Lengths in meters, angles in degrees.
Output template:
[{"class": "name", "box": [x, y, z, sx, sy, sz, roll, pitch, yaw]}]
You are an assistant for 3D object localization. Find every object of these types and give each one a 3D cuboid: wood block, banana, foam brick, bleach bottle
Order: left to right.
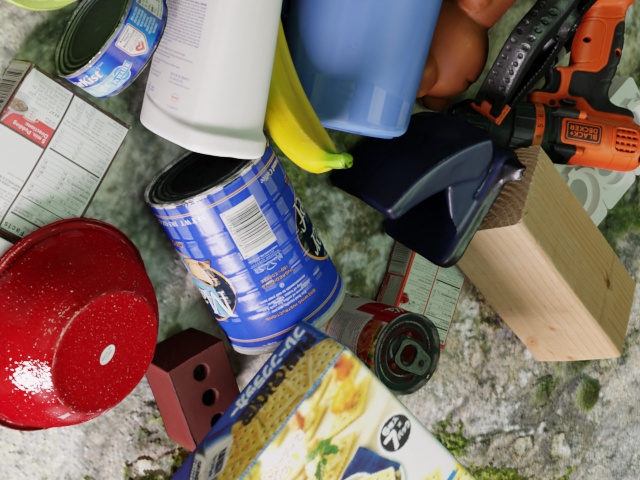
[{"class": "foam brick", "box": [-0.098, 0.116, 0.831, 0.052, 0.051, 0.078, -29, 113, -29]}, {"class": "bleach bottle", "box": [-0.059, -0.189, 0.725, 0.067, 0.103, 0.251, 3, 106, -38]}, {"class": "banana", "box": [-0.028, -0.124, 0.775, 0.037, 0.070, 0.198, -9, 69, -42]}, {"class": "wood block", "box": [0.202, 0.018, 0.982, 0.206, 0.090, 0.090, 47, 51, -34]}]

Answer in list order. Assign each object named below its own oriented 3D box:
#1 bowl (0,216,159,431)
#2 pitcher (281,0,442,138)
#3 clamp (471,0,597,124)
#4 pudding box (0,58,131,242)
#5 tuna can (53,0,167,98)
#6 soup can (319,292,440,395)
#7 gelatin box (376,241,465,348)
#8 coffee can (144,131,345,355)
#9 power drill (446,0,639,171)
[{"class": "bowl", "box": [-0.166, 0.068, 0.744, 0.161, 0.055, 0.162, -28, 128, -42]}, {"class": "pitcher", "box": [0.028, -0.209, 0.822, 0.144, 0.149, 0.243, 2, 104, -45]}, {"class": "clamp", "box": [0.203, -0.191, 0.896, 0.210, 0.036, 0.164, -57, 162, 15]}, {"class": "pudding box", "box": [-0.197, -0.055, 0.741, 0.090, 0.039, 0.113, 34, 81, -37]}, {"class": "tuna can", "box": [-0.144, -0.141, 0.734, 0.033, 0.086, 0.086, 32, 79, -36]}, {"class": "soup can", "box": [0.042, 0.084, 0.892, 0.068, 0.102, 0.068, -6, 101, -34]}, {"class": "gelatin box", "box": [0.090, 0.046, 0.965, 0.073, 0.030, 0.089, 21, 85, -37]}, {"class": "coffee can", "box": [-0.055, 0.001, 0.809, 0.102, 0.103, 0.140, -39, 118, -24]}, {"class": "power drill", "box": [0.212, -0.162, 0.971, 0.184, 0.057, 0.187, 9, 83, -8]}]
